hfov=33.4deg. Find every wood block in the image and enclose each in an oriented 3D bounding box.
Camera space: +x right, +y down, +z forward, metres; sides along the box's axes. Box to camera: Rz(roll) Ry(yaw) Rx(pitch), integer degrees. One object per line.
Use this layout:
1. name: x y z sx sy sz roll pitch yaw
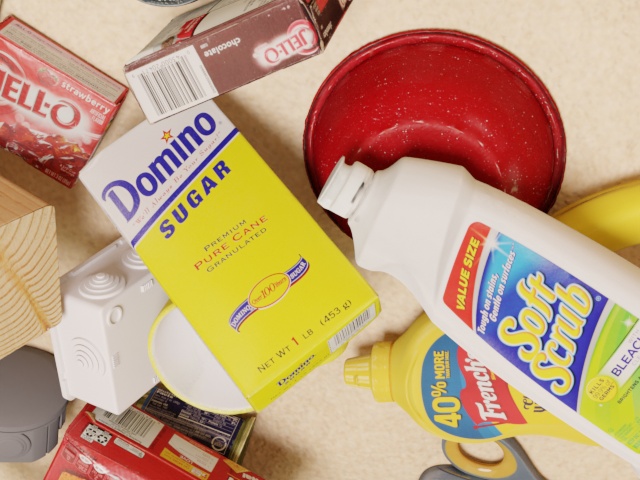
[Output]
1. wood block: -0.262 -0.010 0.652 0.206 0.090 0.091 27 130 28

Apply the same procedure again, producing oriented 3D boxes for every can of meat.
1. can of meat: -0.103 0.164 0.787 0.084 0.057 0.102 20 121 3

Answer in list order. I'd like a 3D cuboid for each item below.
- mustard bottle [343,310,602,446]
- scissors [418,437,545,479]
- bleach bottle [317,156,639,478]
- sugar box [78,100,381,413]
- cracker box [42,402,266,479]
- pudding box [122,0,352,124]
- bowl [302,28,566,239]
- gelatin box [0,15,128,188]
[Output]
1. mustard bottle: 0.110 0.085 0.692 0.192 0.058 0.096 -2 111 14
2. scissors: 0.168 0.172 0.756 0.202 0.016 0.096 1 120 11
3. bleach bottle: 0.109 0.035 0.595 0.250 0.068 0.103 30 111 -5
4. sugar box: -0.054 0.001 0.616 0.093 0.048 0.176 -38 72 -9
5. cracker box: -0.133 0.234 0.744 0.164 0.072 0.214 29 113 1
6. pudding box: -0.044 -0.114 0.593 0.114 0.090 0.039 -17 113 21
7. bowl: 0.064 -0.040 0.633 0.162 0.055 0.162 5 121 9
8. gelatin box: -0.177 -0.086 0.672 0.089 0.030 0.073 31 121 -9
